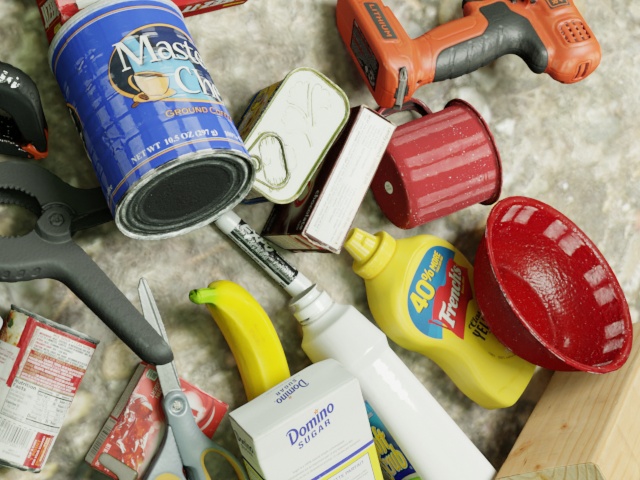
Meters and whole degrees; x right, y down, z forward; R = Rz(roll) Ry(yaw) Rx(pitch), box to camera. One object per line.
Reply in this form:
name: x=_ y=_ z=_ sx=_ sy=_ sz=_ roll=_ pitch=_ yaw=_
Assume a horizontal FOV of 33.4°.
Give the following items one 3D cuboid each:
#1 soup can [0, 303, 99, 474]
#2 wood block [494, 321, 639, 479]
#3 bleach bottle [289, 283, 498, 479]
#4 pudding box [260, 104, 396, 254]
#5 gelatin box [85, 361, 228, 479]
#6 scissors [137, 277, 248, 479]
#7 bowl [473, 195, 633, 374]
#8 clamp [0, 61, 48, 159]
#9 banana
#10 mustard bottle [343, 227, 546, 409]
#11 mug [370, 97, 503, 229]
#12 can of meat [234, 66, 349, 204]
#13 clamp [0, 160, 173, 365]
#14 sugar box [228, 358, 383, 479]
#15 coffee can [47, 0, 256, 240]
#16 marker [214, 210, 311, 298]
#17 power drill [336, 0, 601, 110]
soup can: x=-0.207 y=0.104 z=0.752 sx=0.068 sy=0.069 sz=0.102 roll=26 pitch=80 yaw=-19
wood block: x=0.232 y=0.160 z=0.864 sx=0.091 sy=0.090 sz=0.205 roll=60 pitch=39 yaw=-11
bleach bottle: x=0.059 y=0.141 z=0.851 sx=0.068 sy=0.103 sz=0.251 roll=-40 pitch=97 yaw=-21
pudding box: x=0.005 y=-0.046 z=0.828 sx=0.039 sy=0.090 sz=0.113 roll=26 pitch=80 yaw=-20
gelatin box: x=-0.122 y=0.145 z=0.805 sx=0.073 sy=0.030 sz=0.089 roll=33 pitch=77 yaw=-18
scissors: x=-0.119 y=0.137 z=0.780 sx=0.096 sy=0.016 sz=0.202 roll=-33 pitch=101 yaw=-20
bowl: x=0.176 y=0.045 z=0.861 sx=0.162 sy=0.055 sz=0.162 roll=25 pitch=45 yaw=-27
clamp: x=-0.259 y=-0.104 z=0.725 sx=0.171 sy=0.120 sz=0.039 roll=51 pitch=31 yaw=-47
banana: x=-0.052 y=0.103 z=0.816 sx=0.069 sy=0.037 sz=0.198 roll=-45 pitch=125 yaw=-42
mustard bottle: x=0.096 y=0.051 z=0.878 sx=0.191 sy=0.058 sz=0.096 roll=36 pitch=63 yaw=-16
mug: x=0.083 y=-0.068 z=0.868 sx=0.081 sy=0.093 sz=0.117 roll=-21 pitch=66 yaw=-16
can of meat: x=-0.035 y=-0.076 z=0.816 sx=0.057 sy=0.084 sz=0.102 roll=35 pitch=76 yaw=-18
clamp: x=-0.184 y=0.003 z=0.754 sx=0.209 sy=0.036 sz=0.164 roll=8 pitch=59 yaw=-12
sugar box: x=-0.002 y=0.182 z=0.809 sx=0.093 sy=0.048 sz=0.176 roll=-27 pitch=121 yaw=-22
coffee can: x=-0.118 y=-0.086 z=0.744 sx=0.102 sy=0.103 sz=0.140 roll=-17 pitch=66 yaw=-21
marker: x=-0.056 y=0.001 z=0.841 sx=0.121 sy=0.020 sz=0.020 roll=43 pitch=74 yaw=-15
power drill: x=0.112 y=-0.190 z=0.869 sx=0.187 sy=0.057 sz=0.184 roll=-17 pitch=59 yaw=-12
